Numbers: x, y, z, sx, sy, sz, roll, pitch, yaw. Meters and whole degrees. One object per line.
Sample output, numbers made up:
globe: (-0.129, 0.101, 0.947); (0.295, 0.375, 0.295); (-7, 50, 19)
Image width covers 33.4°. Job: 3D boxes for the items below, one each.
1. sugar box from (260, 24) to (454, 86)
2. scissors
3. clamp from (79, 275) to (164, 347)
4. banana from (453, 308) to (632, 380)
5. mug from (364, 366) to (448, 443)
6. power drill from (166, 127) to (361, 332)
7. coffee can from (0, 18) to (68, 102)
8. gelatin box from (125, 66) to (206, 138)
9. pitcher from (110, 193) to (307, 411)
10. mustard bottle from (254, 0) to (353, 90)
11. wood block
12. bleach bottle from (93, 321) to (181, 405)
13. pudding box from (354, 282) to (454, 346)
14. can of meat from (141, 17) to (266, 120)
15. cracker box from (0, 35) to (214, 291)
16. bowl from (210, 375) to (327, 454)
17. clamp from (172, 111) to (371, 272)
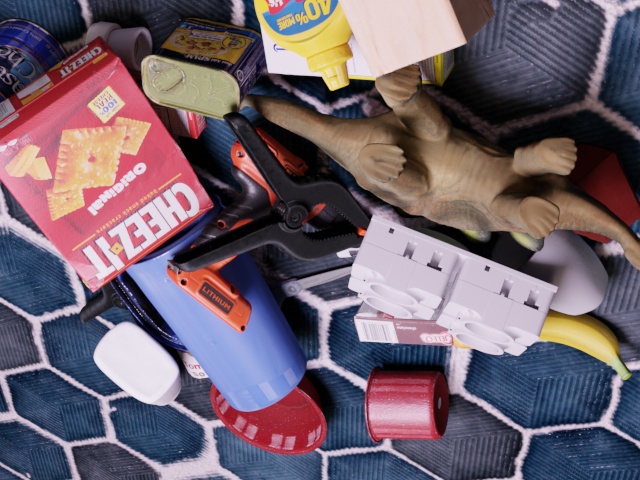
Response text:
sugar box: (0.032, -0.197, 0.984); (0.176, 0.048, 0.093); (10, 131, 22)
scissors: (-0.050, 0.045, 1.267); (0.096, 0.016, 0.202); (41, 134, -14)
clamp: (-0.259, 0.071, 1.374); (0.120, 0.039, 0.171); (11, 133, 5)
banana: (0.235, 0.098, 1.129); (0.197, 0.069, 0.037); (10, 130, -7)
mug: (0.110, 0.201, 1.293); (0.082, 0.093, 0.117); (-3, 160, 21)
power drill: (-0.057, 0.001, 1.127); (0.184, 0.187, 0.057); (39, 175, -20)
coffee can: (-0.342, -0.155, 1.132); (0.103, 0.140, 0.103); (13, 134, 14)
gelatin box: (-0.170, -0.151, 1.134); (0.089, 0.030, 0.073); (11, 135, 16)
pitcher: (-0.125, 0.079, 1.235); (0.242, 0.145, 0.149); (60, 162, -23)
mustard bottle: (-0.016, -0.223, 0.923); (0.096, 0.058, 0.191); (-18, 97, 26)
wood block: (0.051, -0.250, 0.858); (0.090, 0.090, 0.206); (-17, 108, 31)
bleach bottle: (-0.225, 0.165, 1.363); (0.102, 0.068, 0.251); (41, 168, 3)
pudding box: (0.104, 0.071, 1.165); (0.114, 0.090, 0.039); (2, 128, 25)
can of meat: (-0.112, -0.172, 1.048); (0.102, 0.083, 0.057); (15, 135, 13)
cracker box: (-0.229, -0.073, 1.091); (0.072, 0.164, 0.213); (46, 169, 49)
bowl: (-0.060, 0.207, 1.393); (0.162, 0.055, 0.162); (13, 134, 14)
clamp: (-0.033, -0.039, 1.067); (0.209, 0.036, 0.165); (5, 111, -29)
